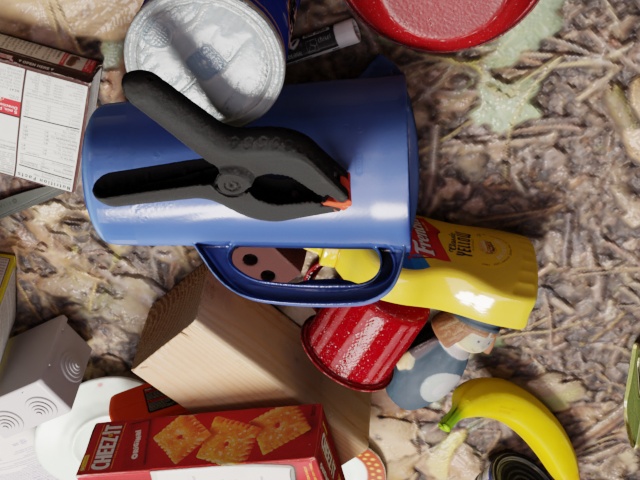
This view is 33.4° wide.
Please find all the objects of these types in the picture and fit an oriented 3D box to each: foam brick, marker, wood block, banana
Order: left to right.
[{"bbox_3d":[-0.056,0.001,0.899,0.053,0.051,0.078,-33,118,27],"label":"foam brick"},{"bbox_3d":[-0.058,0.124,0.971,0.206,0.090,0.091,40,120,-22],"label":"wood block"},{"bbox_3d":[-0.029,-0.140,0.807,0.121,0.020,0.020,-16,124,18],"label":"marker"},{"bbox_3d":[0.183,0.173,0.999,0.197,0.069,0.037,29,168,-31],"label":"banana"}]

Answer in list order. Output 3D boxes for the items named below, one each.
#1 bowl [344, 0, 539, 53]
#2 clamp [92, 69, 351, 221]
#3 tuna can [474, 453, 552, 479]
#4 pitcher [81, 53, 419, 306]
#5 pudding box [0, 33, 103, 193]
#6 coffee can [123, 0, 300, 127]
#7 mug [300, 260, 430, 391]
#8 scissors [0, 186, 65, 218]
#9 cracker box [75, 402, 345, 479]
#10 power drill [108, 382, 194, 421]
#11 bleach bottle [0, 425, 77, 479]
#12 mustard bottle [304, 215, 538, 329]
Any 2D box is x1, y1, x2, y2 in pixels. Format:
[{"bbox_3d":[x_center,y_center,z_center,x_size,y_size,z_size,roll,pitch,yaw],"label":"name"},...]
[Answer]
[{"bbox_3d":[0.085,-0.190,0.734,0.162,0.055,0.162,3,127,4],"label":"bowl"},{"bbox_3d":[-0.066,-0.044,0.703,0.171,0.039,0.120,20,145,-20],"label":"clamp"},{"bbox_3d":[0.194,0.252,1.045,0.086,0.086,0.034,25,124,-13],"label":"tuna can"},{"bbox_3d":[-0.048,-0.043,0.797,0.243,0.149,0.145,-2,128,6],"label":"pitcher"},{"bbox_3d":[-0.227,-0.099,0.849,0.090,0.039,0.114,15,129,-6],"label":"pudding box"},{"bbox_3d":[-0.068,-0.153,0.725,0.103,0.140,0.103,3,128,4],"label":"coffee can"},{"bbox_3d":[0.033,0.061,0.923,0.117,0.093,0.082,43,123,19],"label":"mug"},{"bbox_3d":[-0.310,0.003,0.927,0.202,0.016,0.096,-3,94,9],"label":"scissors"},{"bbox_3d":[-0.085,0.229,0.953,0.214,0.072,0.164,-7,127,14],"label":"cracker box"},{"bbox_3d":[-0.147,0.222,1.048,0.184,0.057,0.187,-19,128,-10],"label":"power drill"},{"bbox_3d":[-0.282,0.254,1.113,0.103,0.068,0.250,-14,127,14],"label":"bleach bottle"},{"bbox_3d":[0.076,0.015,0.867,0.191,0.096,0.058,11,126,-3],"label":"mustard bottle"}]
